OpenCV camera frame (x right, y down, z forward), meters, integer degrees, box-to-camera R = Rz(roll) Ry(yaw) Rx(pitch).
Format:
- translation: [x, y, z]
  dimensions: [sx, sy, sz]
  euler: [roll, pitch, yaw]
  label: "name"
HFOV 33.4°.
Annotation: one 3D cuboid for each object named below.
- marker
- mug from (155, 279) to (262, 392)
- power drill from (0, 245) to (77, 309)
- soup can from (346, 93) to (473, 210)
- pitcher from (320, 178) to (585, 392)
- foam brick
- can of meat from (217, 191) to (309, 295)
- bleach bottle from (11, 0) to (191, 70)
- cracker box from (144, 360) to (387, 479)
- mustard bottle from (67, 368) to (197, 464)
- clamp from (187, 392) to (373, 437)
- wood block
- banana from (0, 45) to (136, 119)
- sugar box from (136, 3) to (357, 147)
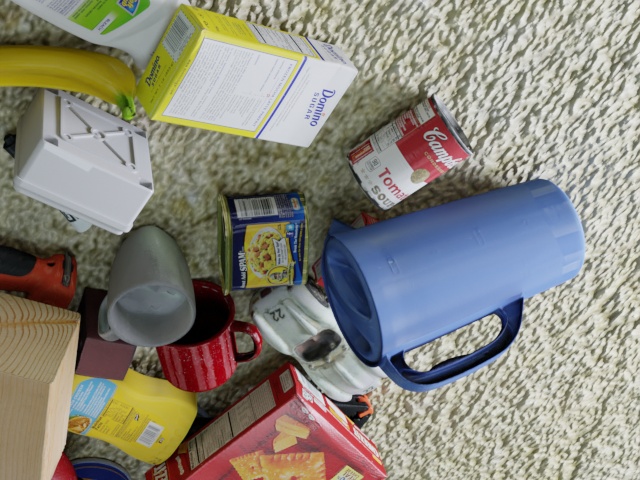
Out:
- translation: [-0.254, -0.054, 0.992]
  dimensions: [0.020, 0.020, 0.121]
  euler: [-27, 128, 10]
  label: "marker"
- translation: [-0.117, 0.102, 1.095]
  dimensions: [0.117, 0.093, 0.081]
  euler: [1, 134, 7]
  label: "mug"
- translation: [-0.344, 0.048, 1.029]
  dimensions: [0.187, 0.057, 0.185]
  euler: [20, 125, -26]
  label: "power drill"
- translation: [0.084, -0.082, 1.008]
  dimensions: [0.102, 0.068, 0.068]
  euler: [-33, 127, 15]
  label: "soup can"
- translation: [0.134, 0.032, 1.036]
  dimensions: [0.242, 0.145, 0.149]
  euler: [-18, 114, -16]
  label: "pitcher"
- translation: [-0.219, 0.095, 1.079]
  dimensions: [0.051, 0.078, 0.053]
  euler: [11, 125, -21]
  label: "foam brick"
- translation: [-0.057, 0.001, 1.052]
  dimensions: [0.084, 0.057, 0.102]
  euler: [-5, 129, -11]
  label: "can of meat"
- translation: [-0.196, -0.208, 0.857]
  dimensions: [0.103, 0.068, 0.250]
  euler: [-38, 128, 22]
  label: "bleach bottle"
- translation: [-0.060, 0.261, 1.182]
  dimensions: [0.214, 0.072, 0.164]
  euler: [-39, 117, 8]
  label: "cracker box"
- translation: [-0.234, 0.168, 1.138]
  dimensions: [0.191, 0.058, 0.096]
  euler: [26, 117, -21]
  label: "mustard bottle"
- translation: [-0.042, 0.226, 1.232]
  dimensions: [0.210, 0.036, 0.164]
  euler: [-30, 123, 1]
  label: "clamp"
- translation: [-0.294, 0.157, 1.030]
  dimensions: [0.091, 0.090, 0.206]
  euler: [15, 133, -3]
  label: "wood block"
- translation: [-0.232, -0.140, 0.889]
  dimensions: [0.198, 0.069, 0.037]
  euler: [10, 117, 15]
  label: "banana"
- translation: [-0.061, -0.137, 0.915]
  dimensions: [0.175, 0.048, 0.093]
  euler: [4, 131, -45]
  label: "sugar box"
